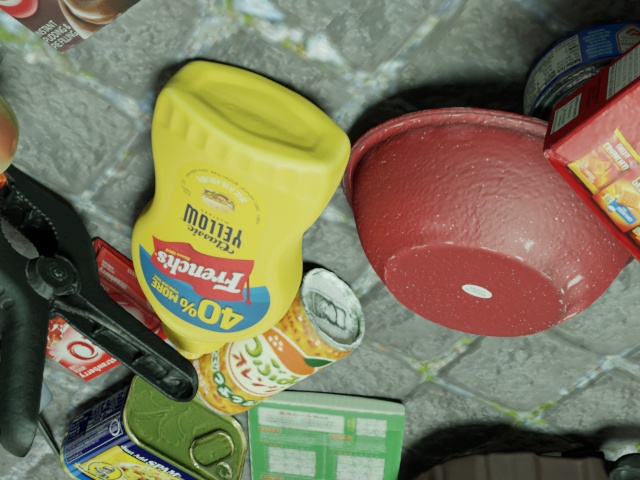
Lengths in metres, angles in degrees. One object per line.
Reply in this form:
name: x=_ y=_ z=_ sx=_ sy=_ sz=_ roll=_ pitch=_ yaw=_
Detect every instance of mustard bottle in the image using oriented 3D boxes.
mustard bottle: x=-0.054 y=0.001 z=0.576 sx=0.096 sy=0.058 sz=0.192 roll=26 pitch=135 yaw=5

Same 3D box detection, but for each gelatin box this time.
gelatin box: x=-0.140 y=0.045 z=0.657 sx=0.089 sy=0.030 sz=0.073 roll=-28 pitch=127 yaw=30

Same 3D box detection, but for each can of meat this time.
can of meat: x=-0.117 y=0.145 z=0.740 sx=0.102 sy=0.057 sz=0.084 roll=37 pitch=131 yaw=-27

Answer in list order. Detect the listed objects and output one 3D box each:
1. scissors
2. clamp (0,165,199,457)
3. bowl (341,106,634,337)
scissors: x=-0.189 y=0.114 z=0.712 sx=0.096 sy=0.016 sz=0.201 roll=29 pitch=150 yaw=40
clamp: x=-0.150 y=0.033 z=0.560 sx=0.171 sy=0.120 sz=0.039 roll=50 pitch=121 yaw=12
bowl: x=0.082 y=0.004 z=0.541 sx=0.162 sy=0.055 sz=0.162 roll=13 pitch=151 yaw=7
